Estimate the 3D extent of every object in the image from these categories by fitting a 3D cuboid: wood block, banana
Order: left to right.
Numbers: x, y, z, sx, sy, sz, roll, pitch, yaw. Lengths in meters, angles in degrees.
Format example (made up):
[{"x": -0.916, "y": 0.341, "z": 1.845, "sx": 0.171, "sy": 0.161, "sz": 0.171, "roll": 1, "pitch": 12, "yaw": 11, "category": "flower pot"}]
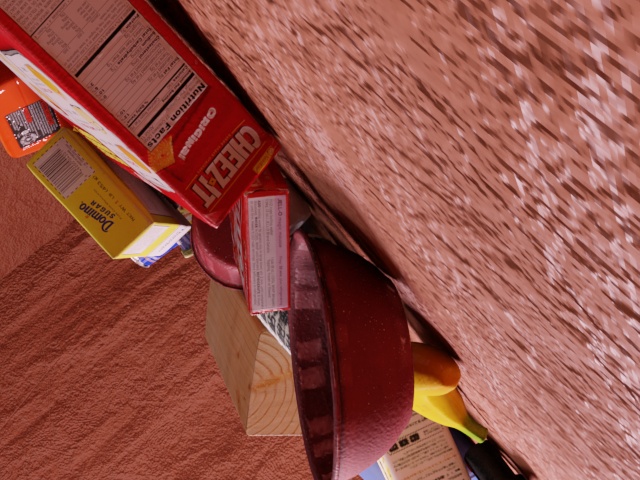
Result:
[{"x": -0.037, "y": 0.083, "z": 0.929, "sx": 0.206, "sy": 0.090, "sz": 0.090, "roll": -132, "pitch": 48, "yaw": -68, "category": "wood block"}, {"x": 0.077, "y": 0.097, "z": 0.732, "sx": 0.070, "sy": 0.037, "sz": 0.197, "roll": 19, "pitch": 167, "yaw": 21, "category": "banana"}]

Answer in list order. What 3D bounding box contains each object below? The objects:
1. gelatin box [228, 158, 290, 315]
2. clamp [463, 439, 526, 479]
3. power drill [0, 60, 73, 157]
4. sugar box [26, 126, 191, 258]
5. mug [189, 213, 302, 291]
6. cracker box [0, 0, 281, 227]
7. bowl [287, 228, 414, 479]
[{"x": -0.040, "y": -0.009, "z": 0.683, "sx": 0.073, "sy": 0.030, "sz": 0.089, "roll": -114, "pitch": 20, "yaw": -58, "category": "gelatin box"}, {"x": 0.151, "y": 0.202, "z": 0.847, "sx": 0.120, "sy": 0.039, "sz": 0.172, "roll": 65, "pitch": 172, "yaw": -28, "category": "clamp"}, {"x": -0.259, "y": -0.170, "z": 0.812, "sx": 0.188, "sy": 0.057, "sz": 0.184, "roll": 59, "pitch": 169, "yaw": 22, "category": "power drill"}, {"x": -0.154, "y": -0.032, "z": 0.811, "sx": 0.093, "sy": 0.048, "sz": 0.176, "roll": 48, "pitch": 179, "yaw": 2, "category": "sugar box"}, {"x": -0.055, "y": 0.001, "z": 0.836, "sx": 0.081, "sy": 0.093, "sz": 0.117, "roll": 108, "pitch": 147, "yaw": -81, "category": "mug"}, {"x": -0.140, "y": -0.116, "z": 0.611, "sx": 0.213, "sy": 0.072, "sz": 0.164, "roll": 45, "pitch": 171, "yaw": -36, "category": "cracker box"}, {"x": 0.019, "y": 0.070, "z": 0.644, "sx": 0.162, "sy": 0.055, "sz": 0.162, "roll": 174, "pitch": 90, "yaw": -81, "category": "bowl"}]
